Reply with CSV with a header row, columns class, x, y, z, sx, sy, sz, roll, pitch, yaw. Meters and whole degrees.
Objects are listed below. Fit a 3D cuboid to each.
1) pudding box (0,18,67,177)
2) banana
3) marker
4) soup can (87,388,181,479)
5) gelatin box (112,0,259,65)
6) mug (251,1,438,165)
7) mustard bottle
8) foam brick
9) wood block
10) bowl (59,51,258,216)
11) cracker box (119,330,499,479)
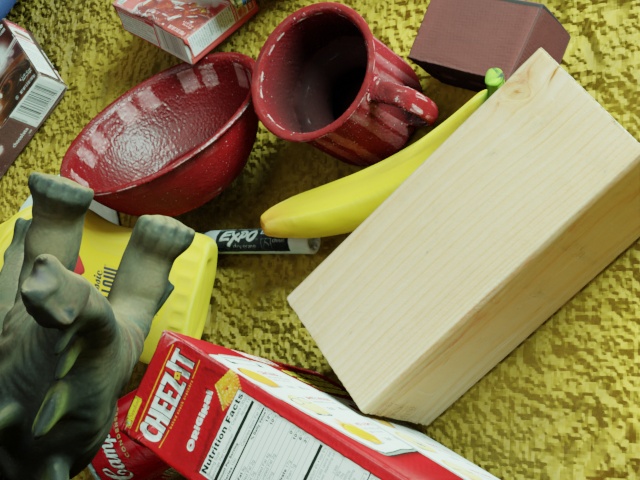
class,x,y,z,sx,sy,sz,roll,pitch,yaw
pudding box,-0.280,-0.122,0.931,0.113,0.039,0.090,-48,56,13
banana,0.050,-0.046,0.675,0.198,0.069,0.037,-33,45,32
marker,-0.055,0.001,0.761,0.121,0.020,0.020,-1,77,33
soup can,-0.103,0.127,0.730,0.102,0.068,0.068,-31,62,22
gelatin box,-0.104,-0.180,0.817,0.089,0.030,0.073,31,64,34
mug,0.024,-0.095,0.696,0.117,0.081,0.093,15,86,36
mustard bottle,-0.175,0.023,0.760,0.192,0.058,0.096,14,101,7
foam brick,0.106,-0.121,0.667,0.078,0.052,0.051,22,89,37
wood block,0.093,0.004,0.619,0.206,0.090,0.091,-45,58,15
bowl,-0.103,-0.066,0.765,0.162,0.055,0.162,-21,33,15
cracker box,0.019,0.135,0.587,0.214,0.164,0.072,25,90,35
